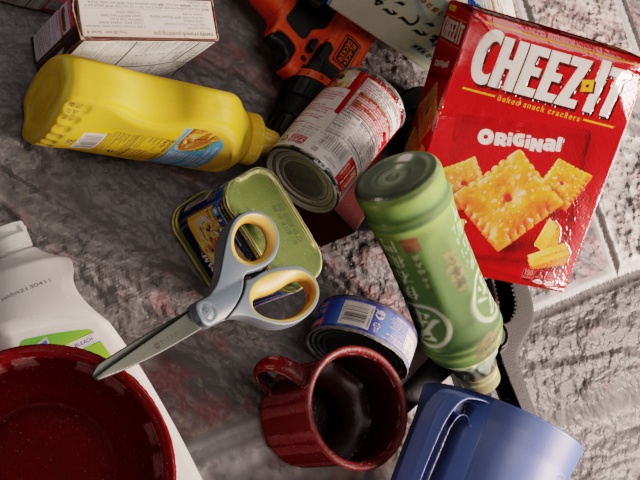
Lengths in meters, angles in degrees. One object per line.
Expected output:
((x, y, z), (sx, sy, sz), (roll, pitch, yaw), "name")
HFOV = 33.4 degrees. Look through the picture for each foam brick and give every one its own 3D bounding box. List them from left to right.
((0.016, -0.044, 0.898), (0.053, 0.051, 0.078), (46, 57, -14), "foam brick")

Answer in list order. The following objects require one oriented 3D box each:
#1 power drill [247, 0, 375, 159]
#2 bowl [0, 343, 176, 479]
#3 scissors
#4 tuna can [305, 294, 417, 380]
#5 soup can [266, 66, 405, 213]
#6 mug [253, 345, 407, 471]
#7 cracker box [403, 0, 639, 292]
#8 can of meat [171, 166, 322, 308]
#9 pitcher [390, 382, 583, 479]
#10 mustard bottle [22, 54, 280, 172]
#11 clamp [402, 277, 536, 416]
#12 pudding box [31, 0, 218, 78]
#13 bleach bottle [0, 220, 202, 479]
((-0.049, -0.175, 0.888), (0.187, 0.057, 0.184), (43, 54, -21), "power drill")
((-0.171, 0.145, 0.657), (0.162, 0.055, 0.162), (1, 82, -11), "bowl")
((-0.079, 0.030, 0.710), (0.201, 0.016, 0.096), (-7, 74, -46), "scissors")
((0.034, 0.079, 0.854), (0.086, 0.086, 0.033), (35, 59, -22), "tuna can")
((0.012, -0.079, 0.836), (0.068, 0.069, 0.102), (47, 59, -14), "soup can")
((-0.003, 0.126, 0.819), (0.117, 0.082, 0.093), (36, 60, -21), "mug")
((0.159, -0.074, 0.898), (0.164, 0.072, 0.214), (12, 107, -15), "cracker box")
((-0.055, 0.001, 0.817), (0.057, 0.084, 0.102), (-36, 98, -35), "can of meat")
((0.091, 0.235, 0.805), (0.149, 0.145, 0.242), (27, 74, -8), "pitcher")
((-0.115, -0.087, 0.793), (0.191, 0.096, 0.058), (8, 70, -32), "mustard bottle")
((0.138, 0.089, 0.953), (0.164, 0.036, 0.210), (16, 68, -25), "clamp")
((-0.145, -0.150, 0.794), (0.113, 0.090, 0.039), (-8, 82, -35), "pudding box")
((-0.159, 0.103, 0.731), (0.102, 0.068, 0.251), (-24, 89, -29), "bleach bottle")
